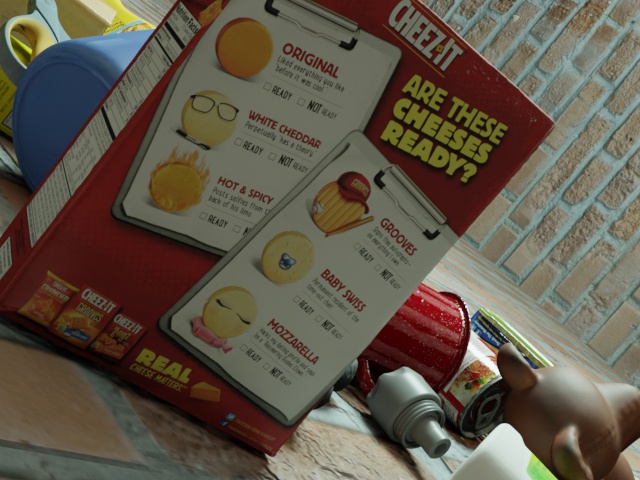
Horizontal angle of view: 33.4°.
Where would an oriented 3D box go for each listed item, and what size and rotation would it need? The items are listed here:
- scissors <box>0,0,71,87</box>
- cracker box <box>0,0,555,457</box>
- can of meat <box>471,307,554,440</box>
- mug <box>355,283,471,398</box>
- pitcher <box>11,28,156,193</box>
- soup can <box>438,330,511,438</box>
[{"bbox_3d":[-0.178,-0.145,0.740,0.096,0.016,0.202,40,23,-26],"label":"scissors"},{"bbox_3d":[-0.024,-0.025,0.496,0.164,0.214,0.072,34,10,-30],"label":"cracker box"},{"bbox_3d":[0.153,0.120,0.944,0.102,0.084,0.057,45,11,38],"label":"can of meat"},{"bbox_3d":[0.049,0.074,0.781,0.081,0.093,0.117,29,49,-29],"label":"mug"},{"bbox_3d":[-0.067,-0.071,0.686,0.149,0.145,0.242,15,20,30],"label":"pitcher"},{"bbox_3d":[0.112,0.107,0.897,0.068,0.068,0.102,29,13,-51],"label":"soup can"}]
